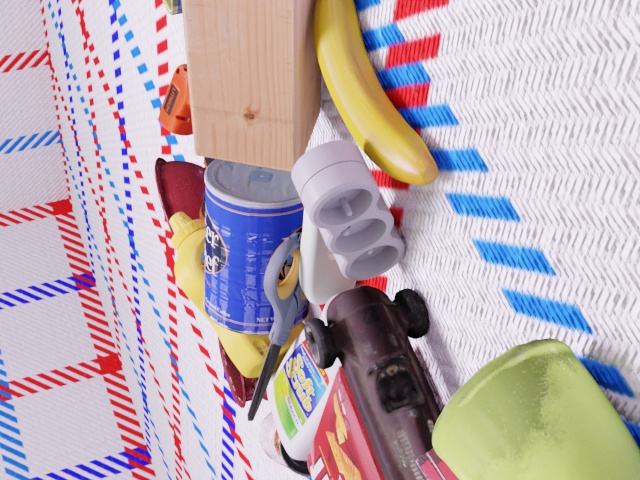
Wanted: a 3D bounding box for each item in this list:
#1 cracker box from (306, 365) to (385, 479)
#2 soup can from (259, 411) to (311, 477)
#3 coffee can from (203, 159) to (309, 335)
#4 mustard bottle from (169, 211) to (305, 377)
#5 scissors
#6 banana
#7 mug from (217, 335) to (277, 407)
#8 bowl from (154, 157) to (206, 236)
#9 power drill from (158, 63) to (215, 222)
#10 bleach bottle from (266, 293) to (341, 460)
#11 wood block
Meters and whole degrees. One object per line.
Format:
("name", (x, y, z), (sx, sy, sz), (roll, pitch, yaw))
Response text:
("cracker box", (0.054, 0.207, 0.872), (0.214, 0.072, 0.164), (104, 148, -59))
("soup can", (-0.022, 0.209, 1.123), (0.102, 0.068, 0.068), (161, 95, -74))
("coffee can", (-0.056, 0.001, 0.984), (0.103, 0.102, 0.140), (-126, 34, -52))
("mustard bottle", (-0.094, 0.047, 1.089), (0.192, 0.096, 0.058), (52, 124, 16))
("scissors", (-0.042, 0.075, 0.943), (0.016, 0.096, 0.202), (30, 99, 27))
("banana", (0.031, -0.110, 0.755), (0.070, 0.037, 0.198), (106, 146, -62))
("mug", (-0.054, 0.130, 1.140), (0.117, 0.081, 0.093), (-130, 30, -56))
("bowl", (-0.145, -0.034, 1.296), (0.162, 0.055, 0.162), (-21, -90, -85))
("power drill", (-0.123, -0.089, 1.182), (0.185, 0.057, 0.188), (-57, 48, 44))
("bleach bottle", (0.008, 0.112, 0.964), (0.251, 0.068, 0.102), (110, 147, -57))
("wood block", (-0.050, -0.164, 0.819), (0.206, 0.091, 0.090), (92, -169, -46))
